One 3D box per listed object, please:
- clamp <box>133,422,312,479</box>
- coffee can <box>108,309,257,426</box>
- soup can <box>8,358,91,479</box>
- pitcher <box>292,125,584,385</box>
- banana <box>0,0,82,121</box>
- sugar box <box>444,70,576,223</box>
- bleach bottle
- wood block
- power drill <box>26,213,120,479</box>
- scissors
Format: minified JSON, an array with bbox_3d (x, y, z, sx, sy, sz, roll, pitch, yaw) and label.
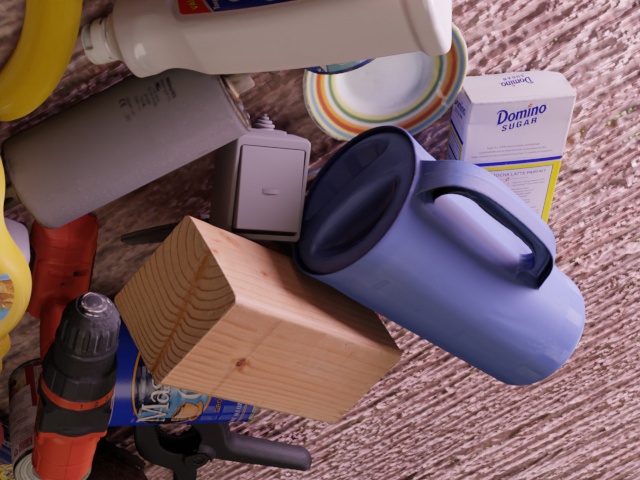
[{"bbox_3d":[-0.129,0.214,1.071,0.165,0.036,0.209,-34,130,15],"label":"clamp"},{"bbox_3d":[-0.132,0.110,0.932,0.140,0.103,0.103,1,130,-20],"label":"coffee can"},{"bbox_3d":[-0.240,0.164,0.944,0.068,0.102,0.068,-10,132,-11],"label":"soup can"},{"bbox_3d":[0.111,0.021,0.860,0.242,0.149,0.145,33,98,-30],"label":"pitcher"},{"bbox_3d":[-0.197,-0.151,0.723,0.069,0.037,0.198,12,126,-27],"label":"banana"},{"bbox_3d":[0.154,-0.059,0.915,0.093,0.048,0.176,-5,129,-10],"label":"sugar box"},{"bbox_3d":[-0.043,-0.149,0.702,0.251,0.102,0.068,-9,143,18],"label":"bleach bottle"},{"bbox_3d":[-0.042,0.068,0.823,0.091,0.090,0.205,-47,142,16],"label":"wood block"},{"bbox_3d":[-0.192,0.063,0.813,0.057,0.188,0.185,6,130,-21],"label":"power drill"},{"bbox_3d":[-0.056,0.001,0.883,0.201,0.016,0.096,-23,113,-14],"label":"scissors"}]
